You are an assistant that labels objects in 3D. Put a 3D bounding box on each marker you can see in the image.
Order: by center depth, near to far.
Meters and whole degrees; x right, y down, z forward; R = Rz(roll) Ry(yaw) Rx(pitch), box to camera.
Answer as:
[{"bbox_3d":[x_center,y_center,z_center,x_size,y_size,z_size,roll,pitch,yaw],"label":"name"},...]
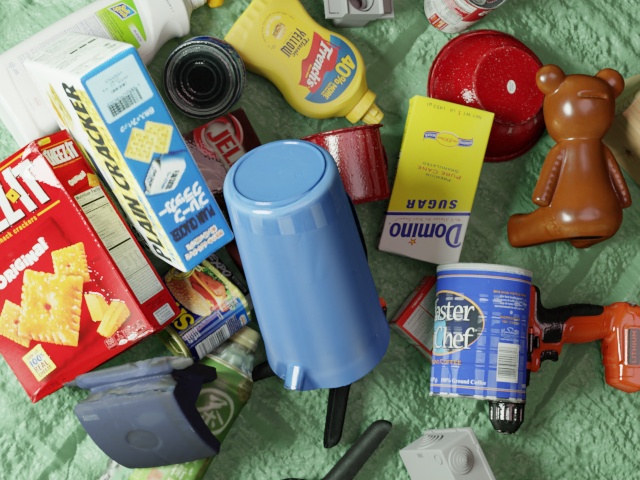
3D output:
[{"bbox_3d":[-0.113,0.027,1.144,0.020,0.020,0.121,-42,97,-16],"label":"marker"}]

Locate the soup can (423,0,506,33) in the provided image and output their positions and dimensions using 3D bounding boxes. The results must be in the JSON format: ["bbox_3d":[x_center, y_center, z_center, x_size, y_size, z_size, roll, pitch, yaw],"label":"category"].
[{"bbox_3d":[0.166,-0.281,1.213,0.068,0.102,0.068,2,84,-16],"label":"soup can"}]

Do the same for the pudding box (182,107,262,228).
[{"bbox_3d":[-0.100,-0.074,1.147,0.090,0.039,0.113,-28,92,-17],"label":"pudding box"}]

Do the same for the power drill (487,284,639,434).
[{"bbox_3d":[0.278,0.133,1.227,0.187,0.057,0.184,6,83,-16],"label":"power drill"}]

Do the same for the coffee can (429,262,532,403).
[{"bbox_3d":[0.172,0.100,1.143,0.102,0.103,0.140,7,82,-16],"label":"coffee can"}]

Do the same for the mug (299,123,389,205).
[{"bbox_3d":[0.037,-0.080,1.170,0.117,0.093,0.081,-13,94,-53],"label":"mug"}]

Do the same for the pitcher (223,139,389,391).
[{"bbox_3d":[-0.011,0.016,1.056,0.145,0.149,0.243,-21,132,-7],"label":"pitcher"}]

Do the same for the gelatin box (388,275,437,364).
[{"bbox_3d":[0.132,0.095,1.203,0.089,0.030,0.073,42,74,-10],"label":"gelatin box"}]

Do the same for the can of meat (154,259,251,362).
[{"bbox_3d":[-0.132,0.070,1.096,0.083,0.057,0.102,-37,53,-19],"label":"can of meat"}]

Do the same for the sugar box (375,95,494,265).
[{"bbox_3d":[0.126,-0.065,1.184,0.093,0.048,0.176,13,90,-2],"label":"sugar box"}]

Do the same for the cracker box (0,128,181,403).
[{"bbox_3d":[-0.263,0.027,1.032,0.164,0.072,0.213,-30,95,21],"label":"cracker box"}]

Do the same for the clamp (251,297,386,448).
[{"bbox_3d":[0.020,0.137,1.161,0.171,0.039,0.120,-40,97,-16],"label":"clamp"}]

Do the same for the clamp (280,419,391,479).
[{"bbox_3d":[0.006,0.303,1.141,0.209,0.036,0.164,-19,90,-15],"label":"clamp"}]

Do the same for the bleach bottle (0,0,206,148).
[{"bbox_3d":[-0.224,-0.196,1.113,0.250,0.068,0.102,-35,97,-19],"label":"bleach bottle"}]

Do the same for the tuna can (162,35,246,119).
[{"bbox_3d":[-0.124,-0.173,1.133,0.086,0.033,0.086,2,107,6],"label":"tuna can"}]

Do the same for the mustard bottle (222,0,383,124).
[{"bbox_3d":[-0.009,-0.191,1.176,0.191,0.058,0.096,38,77,-10],"label":"mustard bottle"}]

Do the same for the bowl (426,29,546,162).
[{"bbox_3d":[0.208,-0.174,1.239,0.162,0.055,0.162,2,84,-16],"label":"bowl"}]
